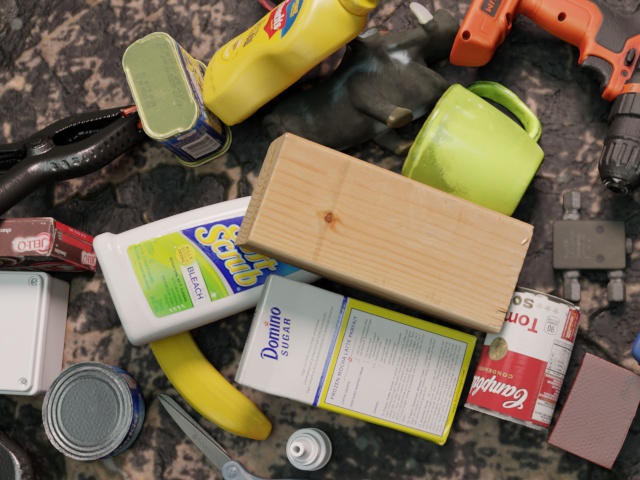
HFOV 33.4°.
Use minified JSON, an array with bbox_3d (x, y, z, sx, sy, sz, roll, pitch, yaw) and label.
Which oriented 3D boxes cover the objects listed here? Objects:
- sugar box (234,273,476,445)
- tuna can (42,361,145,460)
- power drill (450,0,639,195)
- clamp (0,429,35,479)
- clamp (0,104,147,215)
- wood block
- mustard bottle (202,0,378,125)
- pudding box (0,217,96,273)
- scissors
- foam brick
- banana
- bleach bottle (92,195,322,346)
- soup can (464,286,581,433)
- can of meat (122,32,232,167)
[{"bbox_3d":[0.028,0.096,0.860,0.176,0.048,0.093,18,83,-5],"label":"sugar box"},{"bbox_3d":[-0.199,0.151,0.944,0.086,0.033,0.086,-3,79,13],"label":"tuna can"},{"bbox_3d":[0.204,-0.146,0.863,0.187,0.057,0.184,23,72,4],"label":"power drill"},{"bbox_3d":[-0.274,0.241,0.943,0.120,0.039,0.171,-13,77,10],"label":"clamp"},{"bbox_3d":[-0.252,-0.068,0.955,0.210,0.036,0.165,-20,33,-8],"label":"clamp"},{"bbox_3d":[0.048,-0.004,0.840,0.206,0.090,0.091,20,85,-10],"label":"wood block"},{"bbox_3d":[-0.017,-0.173,0.889,0.192,0.058,0.096,-29,28,41],"label":"mustard bottle"},{"bbox_3d":[-0.270,0.007,0.959,0.113,0.090,0.039,0,78,15],"label":"pudding box"},{"bbox_3d":[-0.054,0.194,0.909,0.096,0.016,0.202,-33,74,5],"label":"scissors"},{"bbox_3d":[0.217,0.133,0.834,0.053,0.051,0.078,24,86,16],"label":"foam brick"},{"bbox_3d":[-0.111,0.094,0.930,0.070,0.037,0.198,-28,74,10],"label":"banana"},{"bbox_3d":[-0.056,0.001,0.902,0.250,0.068,0.102,-21,88,-5],"label":"bleach bottle"},{"bbox_3d":[0.161,0.094,0.846,0.068,0.068,0.102,16,84,16],"label":"soup can"},{"bbox_3d":[-0.128,-0.125,0.951,0.057,0.084,0.102,-23,75,9],"label":"can of meat"}]
